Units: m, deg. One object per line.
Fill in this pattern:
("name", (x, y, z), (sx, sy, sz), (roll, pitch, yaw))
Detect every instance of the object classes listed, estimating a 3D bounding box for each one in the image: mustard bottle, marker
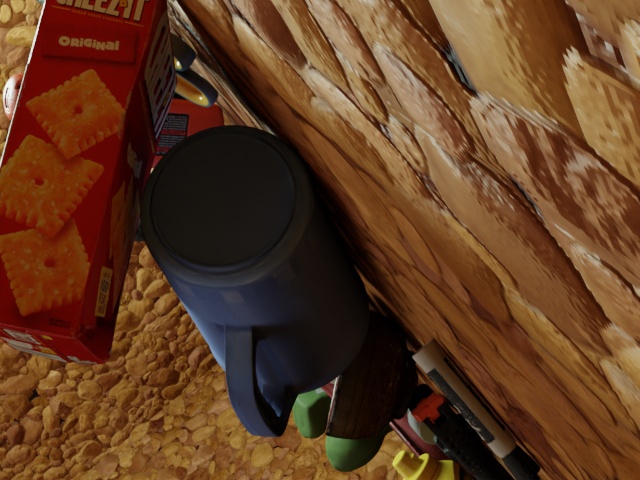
("mustard bottle", (0.149, 0.266, 1.027), (0.191, 0.058, 0.096), (37, -163, -4))
("marker", (0.110, 0.121, 0.740), (0.121, 0.020, 0.020), (50, 176, 5))

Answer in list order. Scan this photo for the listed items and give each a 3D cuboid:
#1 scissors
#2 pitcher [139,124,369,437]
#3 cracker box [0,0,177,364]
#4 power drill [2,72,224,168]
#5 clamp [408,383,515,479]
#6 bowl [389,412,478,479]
("scissors", (-0.145, -0.145, 0.807), (0.202, 0.016, 0.096), (24, 163, 49))
("pitcher", (-0.042, 0.028, 0.741), (0.149, 0.145, 0.243), (48, 173, 21))
("cracker box", (-0.144, -0.037, 0.657), (0.072, 0.213, 0.164), (13, 167, -3))
("power drill", (-0.159, -0.107, 0.921), (0.188, 0.184, 0.057), (23, 112, 53))
("clamp", (0.131, 0.184, 0.951), (0.165, 0.036, 0.210), (46, 178, 27))
("bowl", (0.140, 0.239, 1.207), (0.162, 0.055, 0.162), (50, 176, 5))
